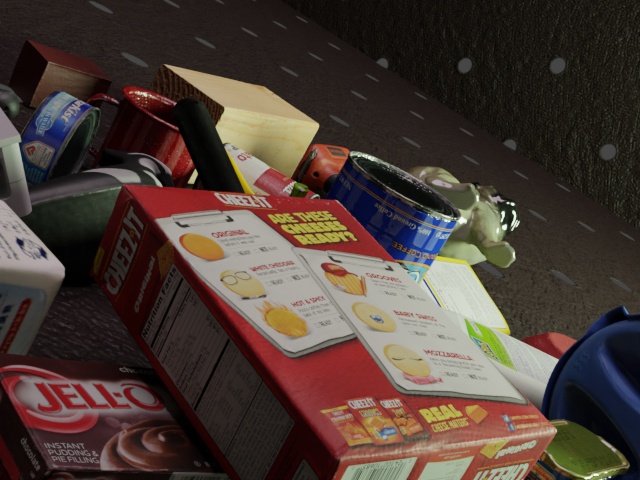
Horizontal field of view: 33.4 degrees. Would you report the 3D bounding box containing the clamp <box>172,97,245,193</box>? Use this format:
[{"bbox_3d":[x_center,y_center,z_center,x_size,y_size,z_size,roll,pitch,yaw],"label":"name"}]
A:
[{"bbox_3d":[-0.055,0.001,0.797,0.036,0.164,0.210,-25,51,-18],"label":"clamp"}]

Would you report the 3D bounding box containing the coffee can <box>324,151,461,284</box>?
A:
[{"bbox_3d":[0.034,0.015,0.853,0.102,0.140,0.103,27,15,-8],"label":"coffee can"}]

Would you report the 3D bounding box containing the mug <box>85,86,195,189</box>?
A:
[{"bbox_3d":[-0.159,-0.083,0.935,0.117,0.081,0.093,27,15,-9],"label":"mug"}]

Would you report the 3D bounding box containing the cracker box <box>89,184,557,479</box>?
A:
[{"bbox_3d":[-0.004,0.060,0.576,0.163,0.072,0.214,3,33,-43],"label":"cracker box"}]

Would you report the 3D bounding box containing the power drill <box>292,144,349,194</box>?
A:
[{"bbox_3d":[0.072,-0.044,1.281,0.188,0.057,0.184,36,16,24],"label":"power drill"}]

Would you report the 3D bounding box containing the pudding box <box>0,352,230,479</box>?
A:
[{"bbox_3d":[-0.106,0.097,0.522,0.113,0.039,0.090,15,20,-43],"label":"pudding box"}]

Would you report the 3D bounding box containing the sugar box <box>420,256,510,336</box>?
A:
[{"bbox_3d":[0.098,0.058,0.977,0.175,0.048,0.093,7,46,-50],"label":"sugar box"}]

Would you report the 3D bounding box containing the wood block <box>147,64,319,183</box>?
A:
[{"bbox_3d":[-0.100,-0.116,1.140,0.091,0.090,0.205,35,15,21],"label":"wood block"}]

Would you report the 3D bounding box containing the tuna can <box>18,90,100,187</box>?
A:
[{"bbox_3d":[-0.201,-0.069,0.804,0.033,0.086,0.086,27,15,-2],"label":"tuna can"}]

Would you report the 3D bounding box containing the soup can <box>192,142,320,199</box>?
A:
[{"bbox_3d":[-0.061,-0.039,0.999,0.102,0.068,0.068,32,15,11],"label":"soup can"}]

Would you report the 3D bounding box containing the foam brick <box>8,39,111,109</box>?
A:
[{"bbox_3d":[-0.257,-0.155,1.053,0.078,0.051,0.053,13,23,-45],"label":"foam brick"}]
